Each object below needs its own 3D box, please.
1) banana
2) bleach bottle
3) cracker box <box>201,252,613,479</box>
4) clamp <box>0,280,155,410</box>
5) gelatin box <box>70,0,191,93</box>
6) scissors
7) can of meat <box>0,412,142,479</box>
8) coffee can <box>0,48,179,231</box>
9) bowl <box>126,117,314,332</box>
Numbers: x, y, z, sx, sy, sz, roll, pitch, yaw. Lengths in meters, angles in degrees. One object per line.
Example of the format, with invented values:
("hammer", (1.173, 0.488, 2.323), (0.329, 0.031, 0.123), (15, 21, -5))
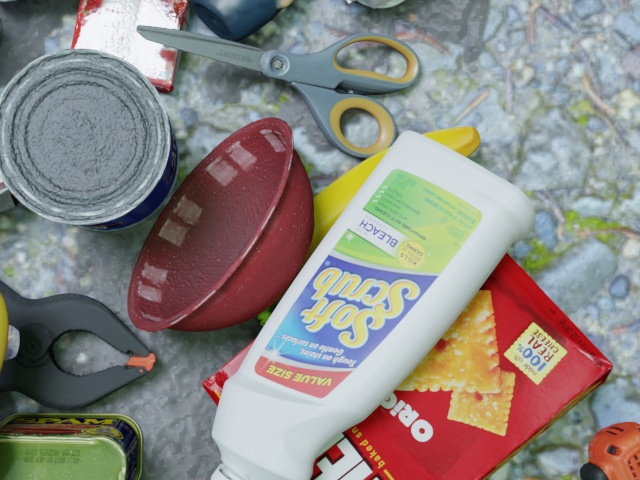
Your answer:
("banana", (0.023, -0.016, 0.731), (0.197, 0.070, 0.037), (-42, 131, -9))
("bleach bottle", (0.021, 0.060, 0.648), (0.103, 0.068, 0.251), (32, 82, 22))
("cracker box", (0.055, 0.093, 0.702), (0.213, 0.072, 0.164), (-39, 71, -4))
("clamp", (-0.201, 0.081, 0.724), (0.171, 0.039, 0.120), (18, 89, -4))
("gelatin box", (-0.129, -0.153, 0.736), (0.073, 0.030, 0.089), (12, 88, -4))
("scissors", (-0.023, -0.100, 0.723), (0.201, 0.016, 0.096), (-6, 100, -22))
("can of meat", (-0.172, 0.148, 0.703), (0.102, 0.084, 0.057), (1, 89, -4))
("coffee can", (-0.143, -0.058, 0.678), (0.102, 0.140, 0.103), (0, 89, -6))
("bowl", (-0.055, 0.001, 0.691), (0.055, 0.162, 0.162), (36, 87, -27))
